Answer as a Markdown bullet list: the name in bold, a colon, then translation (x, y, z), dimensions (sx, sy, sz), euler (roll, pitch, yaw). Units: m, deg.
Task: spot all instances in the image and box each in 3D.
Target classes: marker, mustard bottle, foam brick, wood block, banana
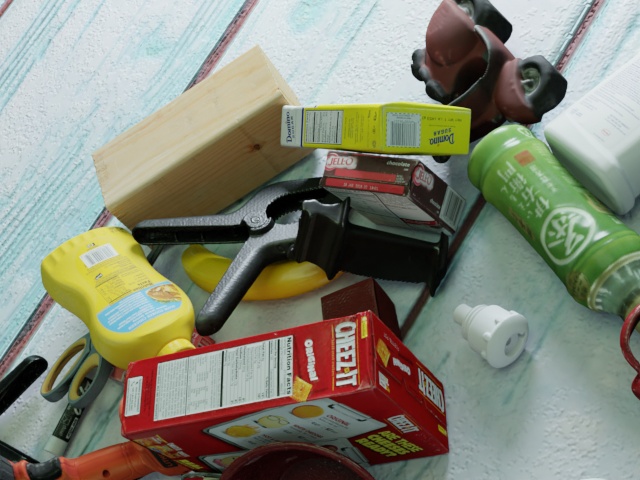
- **marker**: translation (-0.235, 0.154, 1.048), dimensions (0.020, 0.020, 0.121), euler (12, 68, 33)
- **mustard bottle**: translation (-0.173, 0.067, 0.990), dimensions (0.096, 0.058, 0.192), euler (-25, 52, -32)
- **foam brick**: translation (0.037, 0.083, 0.923), dimensions (0.053, 0.051, 0.078), euler (-21, 54, 17)
- **wood block**: translation (-0.117, -0.091, 1.083), dimensions (0.206, 0.090, 0.090), euler (-31, 49, 8)
- **banana**: translation (-0.066, 0.026, 1.021), dimensions (0.198, 0.037, 0.069), euler (10, 67, 32)

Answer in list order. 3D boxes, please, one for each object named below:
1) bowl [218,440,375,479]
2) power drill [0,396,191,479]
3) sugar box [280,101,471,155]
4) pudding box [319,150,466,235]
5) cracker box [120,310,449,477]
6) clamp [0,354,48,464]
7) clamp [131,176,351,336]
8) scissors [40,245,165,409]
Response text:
- **bowl**: translation (-0.004, 0.222, 0.830), dimensions (0.162, 0.055, 0.162), euler (5, 105, 19)
- **power drill**: translation (-0.219, 0.190, 0.926), dimensions (0.187, 0.184, 0.057), euler (-23, 53, 3)
- **sugar box**: translation (0.045, -0.100, 0.962), dimensions (0.176, 0.093, 0.048), euler (6, 95, 60)
- **pudding box**: translation (0.065, -0.042, 0.942), dimensions (0.090, 0.113, 0.039), euler (10, 77, 32)
- **cracker box**: translation (-0.025, 0.133, 0.855), dimensions (0.214, 0.164, 0.072), euler (-14, 58, 21)
- **clamp**: translation (-0.340, 0.195, 1.068), dimensions (0.172, 0.039, 0.120), euler (-27, 48, 20)
- **clamp**: translation (-0.056, 0.001, 0.988), dimensions (0.210, 0.036, 0.165), euler (-22, 44, -10)
- **scissors**: translation (-0.198, 0.084, 1.038), dimensions (0.202, 0.016, 0.096), euler (-49, 36, -2)
